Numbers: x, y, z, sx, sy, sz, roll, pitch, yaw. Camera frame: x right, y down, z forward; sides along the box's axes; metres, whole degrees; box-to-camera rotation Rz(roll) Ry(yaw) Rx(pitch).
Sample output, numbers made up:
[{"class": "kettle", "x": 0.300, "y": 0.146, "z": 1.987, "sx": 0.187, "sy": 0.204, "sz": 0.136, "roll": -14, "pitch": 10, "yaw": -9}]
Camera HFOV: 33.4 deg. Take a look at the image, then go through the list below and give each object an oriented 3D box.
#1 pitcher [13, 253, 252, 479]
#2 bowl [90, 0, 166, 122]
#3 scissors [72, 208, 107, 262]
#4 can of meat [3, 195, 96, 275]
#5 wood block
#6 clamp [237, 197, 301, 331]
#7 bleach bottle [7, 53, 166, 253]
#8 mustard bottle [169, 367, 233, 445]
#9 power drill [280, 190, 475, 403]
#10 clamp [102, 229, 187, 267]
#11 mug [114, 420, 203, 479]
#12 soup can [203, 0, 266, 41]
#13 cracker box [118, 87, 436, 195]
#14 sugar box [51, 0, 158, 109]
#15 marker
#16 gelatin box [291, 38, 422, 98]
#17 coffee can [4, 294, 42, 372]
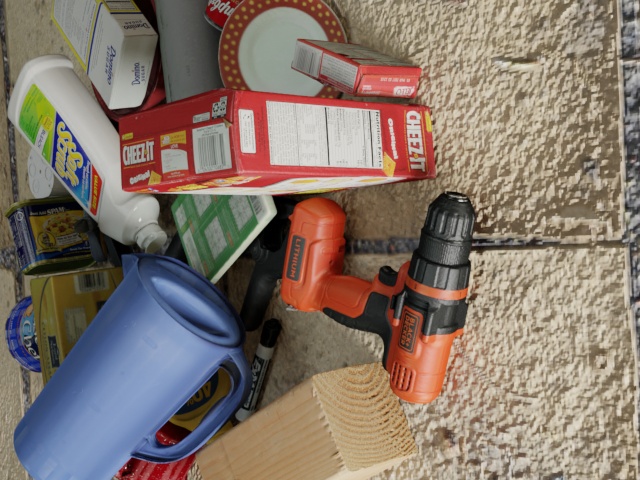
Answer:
[{"class": "pitcher", "x": -0.188, "y": 0.146, "z": 1.056, "sx": 0.243, "sy": 0.144, "sz": 0.149, "roll": -49, "pitch": 33, "yaw": 16}, {"class": "bowl", "x": -0.198, "y": -0.212, "z": 1.187, "sx": 0.162, "sy": 0.055, "sz": 0.162, "roll": 6, "pitch": 98, "yaw": 49}, {"class": "scissors", "x": -0.267, "y": -0.002, "z": 1.241, "sx": 0.202, "sy": 0.016, "sz": 0.096, "roll": -110, "pitch": 11, "yaw": -70}, {"class": "can of meat", "x": -0.330, "y": -0.006, "z": 1.324, "sx": 0.058, "sy": 0.101, "sz": 0.084, "roll": -31, "pitch": 73, "yaw": 48}, {"class": "wood block", "x": -0.019, "y": 0.197, "z": 0.993, "sx": 0.206, "sy": 0.090, "sz": 0.091, "roll": -38, "pitch": 66, "yaw": 43}, {"class": "clamp", "x": -0.057, "y": 0.001, "z": 1.059, "sx": 0.172, "sy": 0.039, "sz": 0.120, "roll": -48, "pitch": 63, "yaw": 42}, {"class": "bleach bottle", "x": -0.252, "y": -0.090, "z": 1.191, "sx": 0.251, "sy": 0.067, "sz": 0.103, "roll": 48, "pitch": 128, "yaw": 20}, {"class": "mustard bottle", "x": -0.139, "y": 0.139, "z": 1.136, "sx": 0.096, "sy": 0.058, "sz": 0.191, "roll": -26, "pitch": 81, "yaw": 19}, {"class": "power drill", "x": 0.049, "y": 0.025, "z": 0.924, "sx": 0.188, "sy": 0.057, "sz": 0.184, "roll": 28, "pitch": 114, "yaw": 44}, {"class": "clamp", "x": -0.194, "y": 0.069, "z": 1.223, "sx": 0.165, "sy": 0.036, "sz": 0.210, "roll": 0, "pitch": 94, "yaw": 46}, {"class": "mug", "x": -0.181, "y": 0.224, "z": 1.164, "sx": 0.093, "sy": 0.117, "sz": 0.082, "roll": 42, "pitch": 119, "yaw": 23}, {"class": "soup can", "x": -0.063, "y": -0.251, "z": 1.022, "sx": 0.069, "sy": 0.068, "sz": 0.102, "roll": 48, "pitch": 126, "yaw": 35}, {"class": "cracker box", "x": -0.036, "y": -0.078, "z": 0.894, "sx": 0.164, "sy": 0.213, "sz": 0.072, "roll": -5, "pitch": 88, "yaw": 49}, {"class": "sugar box", "x": -0.234, "y": -0.229, "z": 1.144, "sx": 0.176, "sy": 0.048, "sz": 0.093, "roll": 52, "pitch": 137, "yaw": 33}, {"class": "marker", "x": -0.063, "y": 0.132, "z": 1.090, "sx": 0.020, "sy": 0.020, "sz": 0.121, "roll": 39, "pitch": 122, "yaw": 40}, {"class": "gelatin box", "x": 0.030, "y": -0.147, "z": 0.919, "sx": 0.089, "sy": 0.073, "sz": 0.030, "roll": 32, "pitch": 117, "yaw": 42}, {"class": "coffee can", "x": -0.310, "y": 0.107, "z": 1.308, "sx": 0.141, "sy": 0.102, "sz": 0.103, "roll": -14, "pitch": 83, "yaw": 49}]
